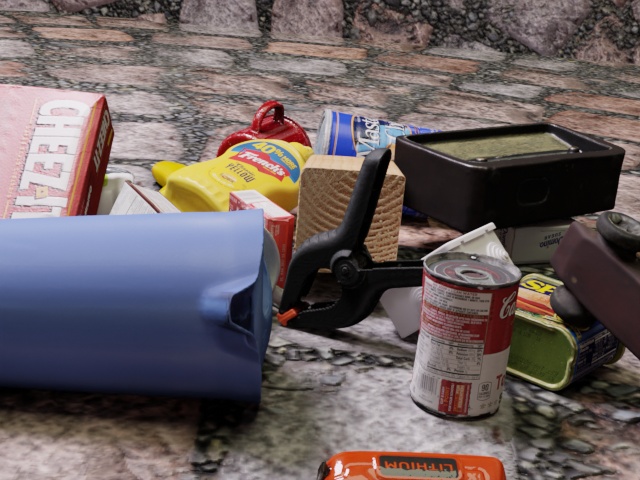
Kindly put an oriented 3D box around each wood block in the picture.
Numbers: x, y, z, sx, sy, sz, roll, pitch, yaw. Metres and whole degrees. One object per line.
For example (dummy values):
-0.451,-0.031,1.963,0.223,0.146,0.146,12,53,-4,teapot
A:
0.026,-0.029,1.001,0.090,0.091,0.206,5,8,1,wood block

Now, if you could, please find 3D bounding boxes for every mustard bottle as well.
-0.069,-0.063,1.131,0.096,0.058,0.191,33,38,22,mustard bottle

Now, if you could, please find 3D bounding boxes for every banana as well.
-0.167,-0.059,1.186,0.069,0.037,0.198,6,17,-1,banana

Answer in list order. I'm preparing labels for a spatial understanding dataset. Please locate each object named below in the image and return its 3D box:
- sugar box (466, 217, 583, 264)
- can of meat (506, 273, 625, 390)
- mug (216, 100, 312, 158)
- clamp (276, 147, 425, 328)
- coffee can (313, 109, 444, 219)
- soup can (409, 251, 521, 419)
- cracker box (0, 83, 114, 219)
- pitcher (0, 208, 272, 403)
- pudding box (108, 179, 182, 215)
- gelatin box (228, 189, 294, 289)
0.204,-0.024,1.170,0.093,0.048,0.176,-2,18,-23,sugar box
0.176,0.071,0.840,0.102,0.057,0.083,20,25,38,can of meat
-0.066,-0.105,1.241,0.093,0.117,0.081,24,28,22,mug
0.037,0.024,0.843,0.120,0.172,0.039,49,32,15,clamp
0.064,-0.086,1.208,0.140,0.103,0.103,10,17,-6,coffee can
0.101,0.066,0.754,0.068,0.102,0.068,5,17,-2,soup can
-0.305,-0.059,0.943,0.213,0.072,0.164,5,61,1,cracker box
-0.154,0.044,0.734,0.242,0.149,0.145,1,45,-3,pitcher
-0.151,0.007,0.882,0.039,0.090,0.114,24,6,-31,pudding box
-0.056,0.001,0.966,0.030,0.073,0.089,-5,21,-27,gelatin box
